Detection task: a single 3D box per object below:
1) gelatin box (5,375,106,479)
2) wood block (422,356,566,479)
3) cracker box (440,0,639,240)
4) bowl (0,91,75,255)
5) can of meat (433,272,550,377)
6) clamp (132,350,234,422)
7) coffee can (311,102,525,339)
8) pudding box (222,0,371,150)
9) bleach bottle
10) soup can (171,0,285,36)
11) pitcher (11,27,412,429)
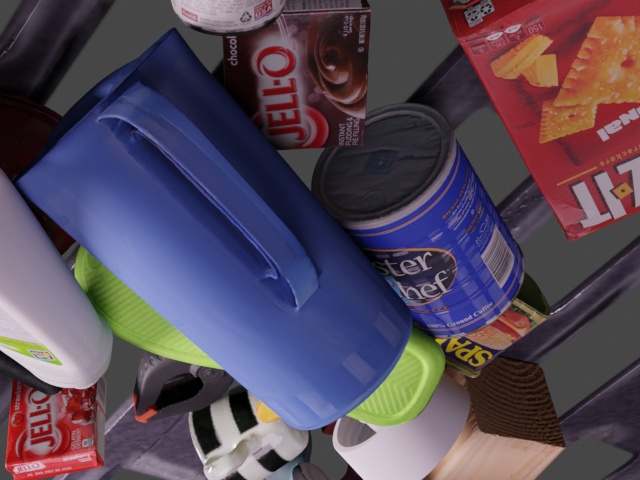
[{"bbox_3d":[-0.213,0.146,0.863,0.073,0.089,0.030,-10,136,1],"label":"gelatin box"},{"bbox_3d":[0.122,0.203,0.974,0.090,0.091,0.206,13,132,-21],"label":"wood block"},{"bbox_3d":[0.192,-0.110,0.682,0.164,0.072,0.213,-25,134,16],"label":"cracker box"},{"bbox_3d":[-0.226,-0.022,0.716,0.162,0.055,0.162,-5,135,-5],"label":"bowl"},{"bbox_3d":[0.119,0.052,0.847,0.102,0.057,0.084,29,122,-32],"label":"can of meat"},{"bbox_3d":[-0.081,0.096,0.871,0.120,0.039,0.172,32,120,-28],"label":"clamp"},{"bbox_3d":[0.070,-0.011,0.740,0.103,0.103,0.140,-24,134,15],"label":"coffee can"},{"bbox_3d":[-0.017,-0.108,0.674,0.090,0.039,0.113,-4,136,-5],"label":"pudding box"},{"bbox_3d":[-0.199,0.033,0.678,0.103,0.068,0.251,17,155,18],"label":"bleach bottle"},{"bbox_3d":[-0.052,-0.172,0.583,0.068,0.068,0.102,-4,136,-6],"label":"soup can"},{"bbox_3d":[-0.054,0.001,0.643,0.145,0.149,0.242,-36,107,28],"label":"pitcher"}]
